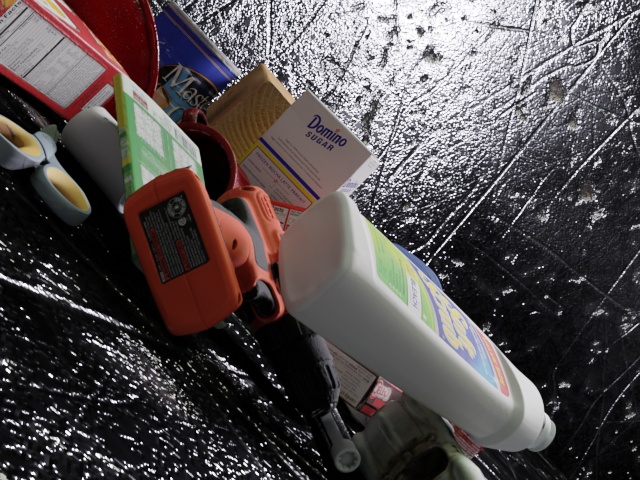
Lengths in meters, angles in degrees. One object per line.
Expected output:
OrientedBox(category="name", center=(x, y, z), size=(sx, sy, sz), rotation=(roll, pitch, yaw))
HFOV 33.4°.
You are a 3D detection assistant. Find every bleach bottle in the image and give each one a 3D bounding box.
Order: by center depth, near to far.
OrientedBox(category="bleach bottle", center=(0.080, 0.075, 0.762), size=(0.250, 0.068, 0.102), rotation=(38, 25, -28))

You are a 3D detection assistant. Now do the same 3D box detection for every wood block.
OrientedBox(category="wood block", center=(-0.066, -0.124, 1.161), size=(0.090, 0.091, 0.206), rotation=(49, 6, -14))

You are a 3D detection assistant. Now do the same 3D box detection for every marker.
OrientedBox(category="marker", center=(0.007, 0.135, 0.792), size=(0.020, 0.020, 0.121), rotation=(45, 4, -20))

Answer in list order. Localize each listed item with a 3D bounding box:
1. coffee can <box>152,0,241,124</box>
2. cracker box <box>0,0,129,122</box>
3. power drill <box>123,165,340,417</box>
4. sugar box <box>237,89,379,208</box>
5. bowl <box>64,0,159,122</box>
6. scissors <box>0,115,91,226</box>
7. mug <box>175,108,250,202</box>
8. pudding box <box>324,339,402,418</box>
OrientedBox(category="coffee can", center=(-0.168, -0.164, 1.111), size=(0.103, 0.140, 0.103), rotation=(46, 3, -4))
OrientedBox(category="cracker box", center=(-0.269, -0.197, 0.850), size=(0.164, 0.072, 0.213), rotation=(48, 4, 28))
OrientedBox(category="power drill", center=(-0.054, 0.034, 0.734), size=(0.184, 0.057, 0.187), rotation=(66, 11, 17))
OrientedBox(category="sugar box", center=(-0.039, -0.043, 0.984), size=(0.093, 0.176, 0.048), rotation=(47, 4, 18))
OrientedBox(category="bowl", center=(-0.219, -0.183, 0.998), size=(0.055, 0.162, 0.162), rotation=(-16, 54, -40))
OrientedBox(category="scissors", center=(-0.177, -0.049, 0.717), size=(0.096, 0.016, 0.201), rotation=(48, 3, 0))
OrientedBox(category="mug", center=(-0.108, -0.057, 0.930), size=(0.081, 0.093, 0.117), rotation=(52, 33, -72))
OrientedBox(category="pudding box", center=(0.018, 0.109, 0.896), size=(0.114, 0.039, 0.090), rotation=(31, -6, 33))
